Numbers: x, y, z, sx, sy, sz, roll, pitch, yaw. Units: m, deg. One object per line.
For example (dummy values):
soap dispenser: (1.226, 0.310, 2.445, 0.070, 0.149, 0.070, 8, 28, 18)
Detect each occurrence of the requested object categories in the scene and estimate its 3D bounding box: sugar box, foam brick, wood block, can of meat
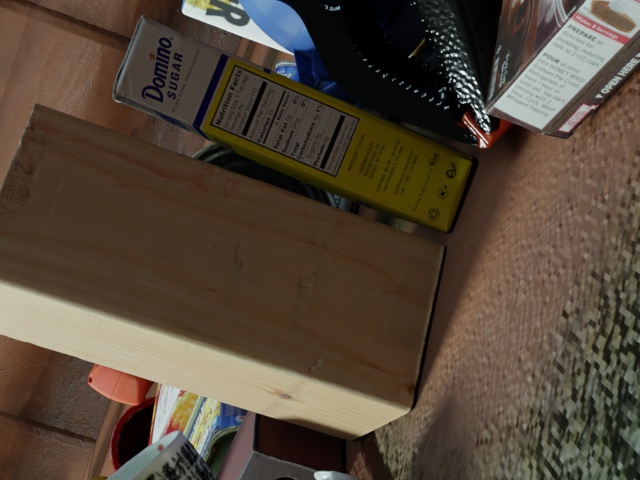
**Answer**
sugar box: (-0.018, -0.057, 0.546, 0.093, 0.176, 0.048, -152, 81, -79)
foam brick: (-0.026, 0.133, 0.588, 0.051, 0.053, 0.078, -90, 21, -59)
wood block: (-0.057, 0.022, 0.526, 0.091, 0.206, 0.090, 132, 155, -64)
can of meat: (-0.059, 0.141, 0.730, 0.084, 0.057, 0.102, -96, 26, -60)

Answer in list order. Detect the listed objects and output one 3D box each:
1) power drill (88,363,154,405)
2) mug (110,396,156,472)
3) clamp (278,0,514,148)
power drill: (-0.141, 0.050, 0.910, 0.188, 0.057, 0.184, -62, 3, 32)
mug: (-0.145, 0.208, 0.984, 0.082, 0.093, 0.117, 122, 127, -66)
clamp: (0.005, -0.121, 0.488, 0.036, 0.210, 0.165, -39, 2, -40)
